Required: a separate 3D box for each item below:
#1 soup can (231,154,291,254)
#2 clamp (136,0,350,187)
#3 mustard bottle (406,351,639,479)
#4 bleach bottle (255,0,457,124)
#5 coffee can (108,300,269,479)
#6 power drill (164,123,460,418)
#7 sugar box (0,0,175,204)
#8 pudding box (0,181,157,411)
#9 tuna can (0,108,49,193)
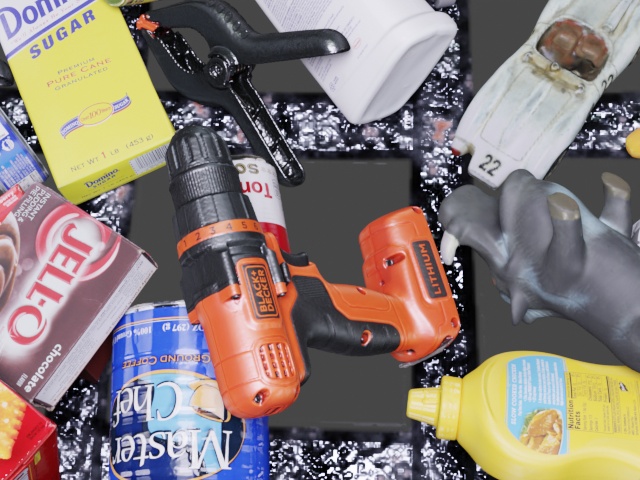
[{"bbox_3d":[-0.055,0.001,0.731,0.068,0.068,0.102,-11,71,-1],"label":"soup can"},{"bbox_3d":[-0.056,-0.130,0.761,0.171,0.039,0.120,39,118,14],"label":"clamp"},{"bbox_3d":[0.151,0.116,0.683,0.191,0.058,0.096,6,44,5],"label":"mustard bottle"},{"bbox_3d":[-0.014,-0.208,0.780,0.067,0.103,0.251,-22,68,-42],"label":"bleach bottle"},{"bbox_3d":[-0.083,0.118,0.676,0.103,0.103,0.140,-2,72,2],"label":"coffee can"},{"bbox_3d":[-0.006,0.015,0.677,0.187,0.057,0.184,0,68,-40],"label":"power drill"},{"bbox_3d":[-0.176,-0.123,0.788,0.093,0.048,0.176,-25,74,-5],"label":"sugar box"},{"bbox_3d":[-0.169,0.033,0.653,0.090,0.039,0.113,31,81,20],"label":"pudding box"},{"bbox_3d":[-0.230,-0.069,0.752,0.033,0.086,0.086,-38,75,-11],"label":"tuna can"}]
